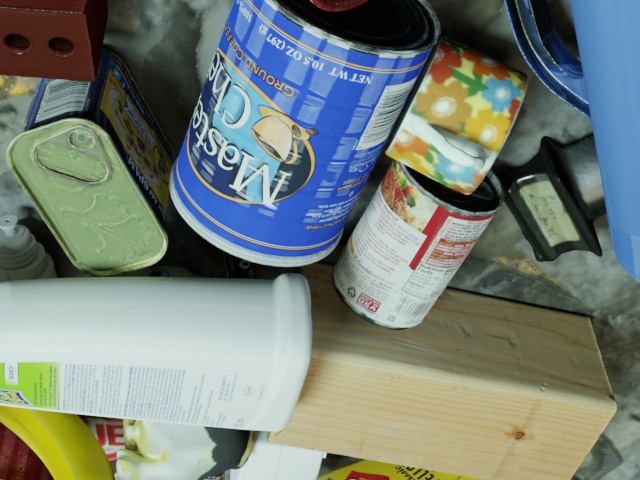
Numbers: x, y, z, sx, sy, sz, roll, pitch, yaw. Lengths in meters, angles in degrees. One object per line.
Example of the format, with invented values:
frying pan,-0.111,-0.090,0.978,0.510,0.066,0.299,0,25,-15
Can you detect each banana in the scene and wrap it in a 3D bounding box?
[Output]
banana,-0.189,0.131,0.712,0.198,0.069,0.037,32,115,28

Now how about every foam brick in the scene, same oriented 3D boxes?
foam brick,-0.151,-0.119,0.545,0.078,0.051,0.053,3,147,-3

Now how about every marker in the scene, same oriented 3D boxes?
marker,-0.054,0.001,0.676,0.020,0.020,0.121,-5,129,3

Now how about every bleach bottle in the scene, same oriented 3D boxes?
bleach bottle,-0.136,0.057,0.593,0.250,0.068,0.103,5,140,-11

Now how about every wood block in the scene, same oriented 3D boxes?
wood block,0.074,0.091,0.708,0.206,0.090,0.091,12,127,-11

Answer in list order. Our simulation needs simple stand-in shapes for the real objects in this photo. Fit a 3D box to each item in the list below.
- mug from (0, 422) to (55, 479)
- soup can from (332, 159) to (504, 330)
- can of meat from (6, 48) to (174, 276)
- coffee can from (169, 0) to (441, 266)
mug,-0.227,0.179,0.779,0.093,0.081,0.117,-2,129,0
soup can,0.056,-0.003,0.643,0.068,0.068,0.102,17,128,-15
can of meat,-0.122,-0.046,0.593,0.057,0.084,0.102,-16,128,12
coffee can,-0.012,-0.071,0.563,0.102,0.103,0.140,15,128,-14
